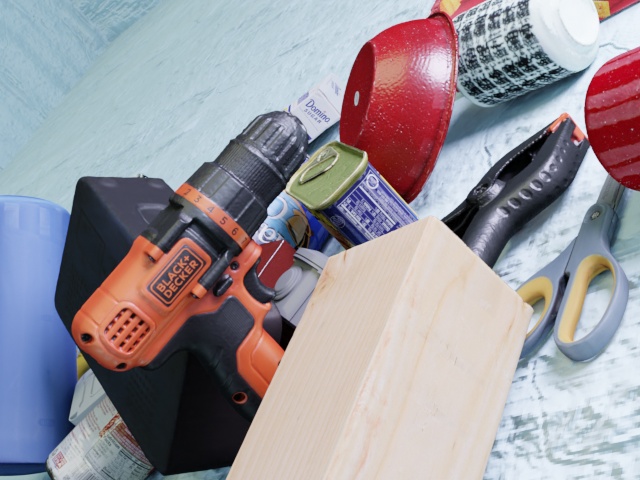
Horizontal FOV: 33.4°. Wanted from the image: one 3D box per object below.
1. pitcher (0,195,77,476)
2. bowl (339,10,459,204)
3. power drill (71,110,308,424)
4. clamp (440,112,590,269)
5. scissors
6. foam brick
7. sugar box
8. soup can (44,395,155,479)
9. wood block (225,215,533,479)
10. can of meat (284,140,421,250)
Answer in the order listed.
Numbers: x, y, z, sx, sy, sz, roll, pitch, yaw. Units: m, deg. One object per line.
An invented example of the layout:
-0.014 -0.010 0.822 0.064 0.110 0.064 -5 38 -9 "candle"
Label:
-0.285 0.085 0.948 0.149 0.144 0.243 136 133 -70 "pitcher"
0.055 -0.110 0.857 0.162 0.055 0.162 -170 90 -77 "bowl"
-0.027 0.040 0.646 0.184 0.187 0.057 -49 19 -7 "power drill"
0.115 -0.016 0.696 0.171 0.039 0.120 -44 22 0 "clamp"
0.149 0.001 0.633 0.096 0.016 0.201 -30 25 35 "scissors"
-0.030 0.046 0.797 0.053 0.078 0.051 -16 33 52 "foam brick"
-0.047 -0.108 1.155 0.176 0.048 0.093 -39 9 21 "sugar box"
-0.156 0.158 0.834 0.102 0.068 0.068 -46 20 -1 "soup can"
0.026 0.101 0.546 0.091 0.090 0.206 -25 31 47 "wood block"
0.029 -0.023 0.810 0.057 0.084 0.102 -46 20 -3 "can of meat"
